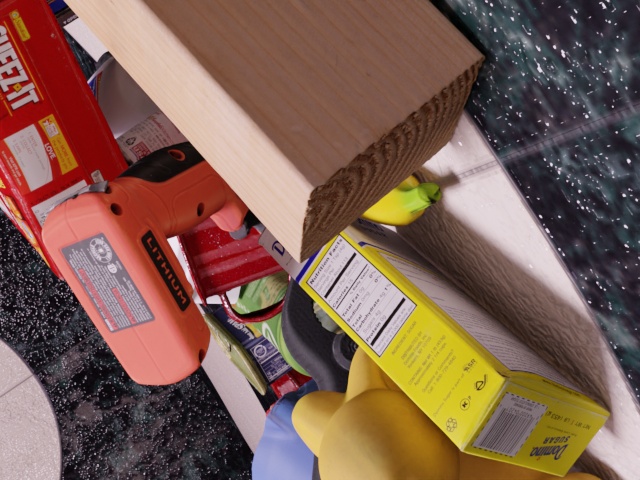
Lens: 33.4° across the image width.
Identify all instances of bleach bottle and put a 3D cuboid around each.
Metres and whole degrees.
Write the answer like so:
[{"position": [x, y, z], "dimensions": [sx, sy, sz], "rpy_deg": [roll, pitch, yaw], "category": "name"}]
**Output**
[{"position": [-0.156, -0.099, 0.830], "dimensions": [0.251, 0.068, 0.102], "rpy_deg": [148, 131, -62], "category": "bleach bottle"}]

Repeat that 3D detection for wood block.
[{"position": [-0.041, -0.103, 0.447], "dimensions": [0.206, 0.090, 0.090], "rpy_deg": [47, 165, 11], "category": "wood block"}]

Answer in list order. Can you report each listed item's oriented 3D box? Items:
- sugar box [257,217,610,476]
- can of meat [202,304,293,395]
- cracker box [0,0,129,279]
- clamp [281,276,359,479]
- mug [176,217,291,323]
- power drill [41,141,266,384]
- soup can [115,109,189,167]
[{"position": [0.051, 0.042, 0.534], "dimensions": [0.093, 0.048, 0.176], "rpy_deg": [24, -169, -45], "category": "sugar box"}, {"position": [-0.046, 0.078, 0.954], "dimensions": [0.102, 0.084, 0.057], "rpy_deg": [35, 156, 56], "category": "can of meat"}, {"position": [-0.202, -0.093, 0.670], "dimensions": [0.214, 0.072, 0.164], "rpy_deg": [36, 152, 51], "category": "cracker box"}, {"position": [0.017, 0.081, 0.679], "dimensions": [0.171, 0.120, 0.039], "rpy_deg": [55, 162, 18], "category": "clamp"}, {"position": [-0.055, 0.001, 0.753], "dimensions": [0.093, 0.081, 0.117], "rpy_deg": [-156, 47, -84], "category": "mug"}, {"position": [-0.052, -0.003, 0.593], "dimensions": [0.057, 0.187, 0.184], "rpy_deg": [-22, 106, 37], "category": "power drill"}, {"position": [-0.078, -0.061, 0.689], "dimensions": [0.068, 0.102, 0.068], "rpy_deg": [51, 166, 17], "category": "soup can"}]
